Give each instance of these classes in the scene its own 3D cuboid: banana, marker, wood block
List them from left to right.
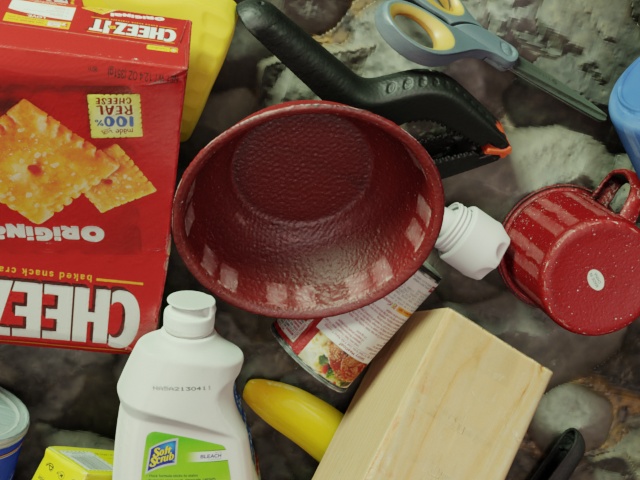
[{"bbox_3d":[-0.055,0.001,0.699,0.020,0.020,0.121,-37,129,3],"label":"marker"},{"bbox_3d":[0.016,0.172,0.768,0.069,0.037,0.198,-27,106,-1],"label":"banana"},{"bbox_3d":[0.056,0.157,0.702,0.090,0.091,0.206,32,75,-12],"label":"wood block"}]

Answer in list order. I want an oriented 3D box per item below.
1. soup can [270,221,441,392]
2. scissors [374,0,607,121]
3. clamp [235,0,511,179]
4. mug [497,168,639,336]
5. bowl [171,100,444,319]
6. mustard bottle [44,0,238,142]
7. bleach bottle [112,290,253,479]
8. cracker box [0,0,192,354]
[{"bbox_3d":[0.024,0.042,0.718,0.068,0.068,0.102,39,97,-15],"label":"soup can"},{"bbox_3d":[0.107,-0.113,0.685,0.201,0.096,0.016,37,134,-13],"label":"scissors"},{"bbox_3d":[0.025,-0.079,0.674,0.209,0.036,0.165,-2,138,-13],"label":"clamp"},{"bbox_3d":[0.181,0.005,0.720,0.093,0.081,0.117,31,99,-14],"label":"mug"},{"bbox_3d":[-0.009,-0.028,0.646,0.162,0.055,0.162,-3,131,-4],"label":"bowl"},{"bbox_3d":[-0.153,-0.137,0.652,0.191,0.058,0.096,22,121,-11],"label":"mustard bottle"},{"bbox_3d":[-0.081,0.153,0.683,0.102,0.068,0.251,-1,110,-18],"label":"bleach bottle"},{"bbox_3d":[-0.169,-0.033,0.638,0.164,0.072,0.214,6,125,-8],"label":"cracker box"}]
